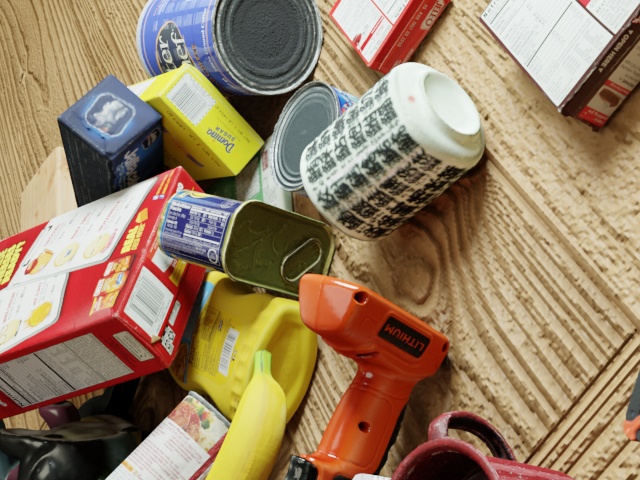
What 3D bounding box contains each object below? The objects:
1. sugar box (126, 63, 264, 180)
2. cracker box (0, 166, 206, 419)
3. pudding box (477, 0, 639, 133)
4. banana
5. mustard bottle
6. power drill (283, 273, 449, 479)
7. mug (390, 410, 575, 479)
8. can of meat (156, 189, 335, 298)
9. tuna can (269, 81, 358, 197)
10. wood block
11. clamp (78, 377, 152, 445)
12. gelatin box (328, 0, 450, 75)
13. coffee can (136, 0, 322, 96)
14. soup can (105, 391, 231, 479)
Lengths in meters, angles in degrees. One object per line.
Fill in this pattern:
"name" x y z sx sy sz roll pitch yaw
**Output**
"sugar box" -0.129 -0.095 0.923 0.048 0.093 0.177 -52 22 -22
"cracker box" -0.192 0.047 0.844 0.214 0.072 0.164 -20 36 30
"pudding box" 0.149 -0.131 0.611 0.090 0.039 0.113 -55 36 26
"banana" -0.067 0.171 0.699 0.198 0.037 0.070 -62 11 1
"mustard bottle" -0.077 0.075 0.823 0.192 0.058 0.096 17 93 56
"power drill" -0.007 0.118 0.610 0.057 0.184 0.187 13 77 43
"mug" 0.086 0.142 0.541 0.093 0.081 0.117 -44 43 35
"can of meat" -0.055 0.001 0.773 0.084 0.101 0.057 13 87 45
"tuna can" -0.001 -0.074 0.802 0.086 0.033 0.086 -28 54 46
"wood block" -0.236 0.024 1.043 0.090 0.090 0.206 -42 45 37
"clamp" -0.182 0.172 0.949 0.172 0.039 0.120 -54 39 30
"gelatin box" 0.050 -0.170 0.777 0.073 0.030 0.089 -55 38 22
"coffee can" -0.079 -0.171 0.895 0.141 0.102 0.103 9 83 56
"soup can" -0.105 0.168 0.764 0.102 0.068 0.069 -45 30 -16
